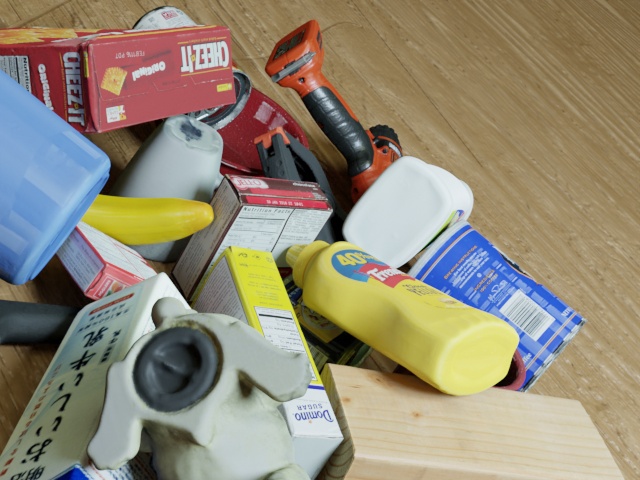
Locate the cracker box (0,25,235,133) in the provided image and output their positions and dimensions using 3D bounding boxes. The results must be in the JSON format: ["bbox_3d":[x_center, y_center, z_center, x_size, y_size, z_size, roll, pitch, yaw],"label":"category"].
[{"bbox_3d":[-0.202,-0.134,0.855,0.214,0.072,0.163,6,17,32],"label":"cracker box"}]

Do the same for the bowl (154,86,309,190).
[{"bbox_3d":[-0.094,-0.095,1.006,0.162,0.055,0.162,22,33,-15],"label":"bowl"}]

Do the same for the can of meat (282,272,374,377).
[{"bbox_3d":[-0.003,0.070,0.853,0.084,0.058,0.101,37,32,11],"label":"can of meat"}]

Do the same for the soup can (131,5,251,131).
[{"bbox_3d":[-0.119,-0.152,0.946,0.068,0.069,0.102,-12,51,-49],"label":"soup can"}]

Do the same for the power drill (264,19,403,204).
[{"bbox_3d":[0.023,-0.131,1.092,0.187,0.057,0.184,53,17,-17],"label":"power drill"}]

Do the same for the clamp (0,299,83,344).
[{"bbox_3d":[-0.245,0.038,0.708,0.165,0.036,0.209,40,28,16],"label":"clamp"}]

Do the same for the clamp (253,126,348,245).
[{"bbox_3d":[0.000,-0.026,0.954,0.171,0.039,0.120,65,20,-9],"label":"clamp"}]

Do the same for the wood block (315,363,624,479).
[{"bbox_3d":[0.093,0.160,0.748,0.205,0.091,0.090,11,31,-20],"label":"wood block"}]

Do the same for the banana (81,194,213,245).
[{"bbox_3d":[-0.182,-0.028,0.816,0.197,0.070,0.037,17,56,-4],"label":"banana"}]

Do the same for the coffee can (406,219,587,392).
[{"bbox_3d":[0.148,0.064,0.945,0.140,0.103,0.102,41,33,14],"label":"coffee can"}]

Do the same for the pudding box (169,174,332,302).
[{"bbox_3d":[-0.055,0.001,0.849,0.089,0.114,0.039,4,41,-38],"label":"pudding box"}]

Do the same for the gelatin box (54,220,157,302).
[{"bbox_3d":[-0.152,0.023,0.774,0.073,0.030,0.089,33,4,-43],"label":"gelatin box"}]

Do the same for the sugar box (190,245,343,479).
[{"bbox_3d":[-0.046,0.096,0.744,0.048,0.093,0.176,8,39,-33],"label":"sugar box"}]

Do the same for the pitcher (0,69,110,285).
[{"bbox_3d":[-0.268,-0.072,0.691,0.242,0.149,0.145,36,2,-8],"label":"pitcher"}]

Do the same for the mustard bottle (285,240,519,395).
[{"bbox_3d":[0.044,0.046,0.783,0.192,0.058,0.096,28,17,39],"label":"mustard bottle"}]

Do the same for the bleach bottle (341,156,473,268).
[{"bbox_3d":[0.102,-0.031,1.009,0.068,0.103,0.250,46,18,10],"label":"bleach bottle"}]
